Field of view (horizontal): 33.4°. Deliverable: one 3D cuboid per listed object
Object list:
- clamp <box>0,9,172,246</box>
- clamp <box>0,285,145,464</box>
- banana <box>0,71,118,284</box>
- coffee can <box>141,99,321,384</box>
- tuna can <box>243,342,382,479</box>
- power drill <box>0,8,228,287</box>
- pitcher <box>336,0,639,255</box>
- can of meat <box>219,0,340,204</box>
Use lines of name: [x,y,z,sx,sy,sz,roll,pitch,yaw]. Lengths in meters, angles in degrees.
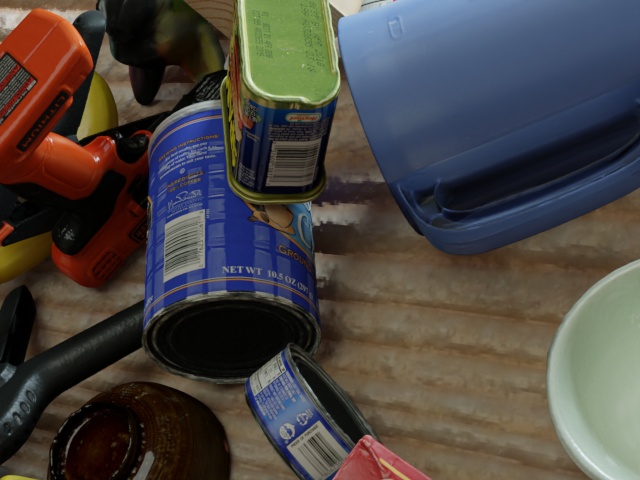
clamp: [-0.169,-0.061,0.747,0.171,0.120,0.039,-54,41,-4]
clamp: [-0.202,0.092,0.668,0.165,0.036,0.209,3,37,43]
banana: [-0.196,-0.044,0.785,0.197,0.069,0.037,-69,17,-12]
coffee can: [-0.054,0.001,0.643,0.103,0.102,0.140,-19,53,20]
tuna can: [-0.002,0.097,0.561,0.034,0.086,0.086,-40,49,5]
power drill: [-0.137,-0.067,0.684,0.057,0.187,0.184,38,87,30]
pitcher: [0.141,-0.094,0.575,0.243,0.145,0.149,-20,90,15]
can of meat: [-0.023,-0.085,0.592,0.057,0.084,0.102,-1,56,-10]
